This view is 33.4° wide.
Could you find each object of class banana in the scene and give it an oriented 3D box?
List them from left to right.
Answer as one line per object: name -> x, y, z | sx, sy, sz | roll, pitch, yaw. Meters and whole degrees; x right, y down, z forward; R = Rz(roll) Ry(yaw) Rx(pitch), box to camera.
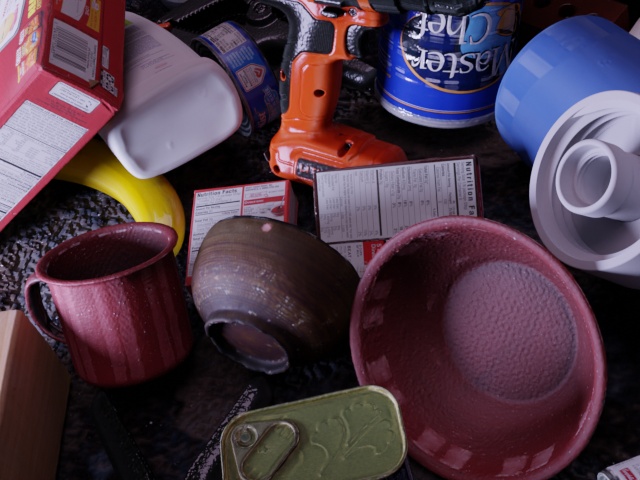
banana -> -0.161, -0.040, 0.815 | 0.069, 0.037, 0.198 | -39, 54, -19

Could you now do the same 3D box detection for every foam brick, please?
foam brick -> 0.187, -0.155, 0.808 | 0.078, 0.051, 0.053 | 30, 65, 31

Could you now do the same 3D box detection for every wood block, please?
wood block -> -0.220, 0.155, 0.645 | 0.091, 0.090, 0.206 | -8, 52, 8

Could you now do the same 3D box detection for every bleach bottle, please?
bleach bottle -> -0.154, -0.142, 0.858 | 0.102, 0.068, 0.251 | -31, 39, -8

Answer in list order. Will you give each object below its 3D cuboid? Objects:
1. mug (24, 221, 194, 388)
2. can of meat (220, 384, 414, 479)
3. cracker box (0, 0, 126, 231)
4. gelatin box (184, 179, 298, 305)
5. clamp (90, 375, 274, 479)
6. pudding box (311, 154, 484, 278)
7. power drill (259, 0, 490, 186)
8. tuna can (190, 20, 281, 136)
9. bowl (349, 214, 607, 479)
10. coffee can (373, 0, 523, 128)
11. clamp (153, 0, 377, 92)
mug -> -0.141, 0.044, 0.702 | 0.117, 0.081, 0.093 | -4, 24, 17
can of meat -> 0.003, 0.134, 0.608 | 0.102, 0.084, 0.057 | -13, 51, 4
cracker box -> -0.230, -0.105, 0.797 | 0.214, 0.072, 0.164 | -38, 42, 32
gelatin box -> -0.055, 0.001, 0.762 | 0.073, 0.030, 0.089 | -7, 51, 10
clamp -> -0.099, 0.157, 0.646 | 0.120, 0.039, 0.171 | -3, 52, 20
pudding box -> 0.053, -0.007, 0.710 | 0.113, 0.039, 0.090 | -4, 84, 9
power drill -> 0.027, -0.122, 0.734 | 0.185, 0.188, 0.057 | 18, 36, 27
tuna can -> -0.064, -0.126, 0.827 | 0.033, 0.086, 0.086 | -33, 52, -14
bowl -> 0.098, 0.060, 0.625 | 0.162, 0.162, 0.055 | 25, 24, 29
coffee can -> 0.094, -0.167, 0.767 | 0.103, 0.140, 0.103 | 1, 38, -1
clamp -> -0.040, -0.177, 0.890 | 0.210, 0.036, 0.164 | -11, 60, 10
